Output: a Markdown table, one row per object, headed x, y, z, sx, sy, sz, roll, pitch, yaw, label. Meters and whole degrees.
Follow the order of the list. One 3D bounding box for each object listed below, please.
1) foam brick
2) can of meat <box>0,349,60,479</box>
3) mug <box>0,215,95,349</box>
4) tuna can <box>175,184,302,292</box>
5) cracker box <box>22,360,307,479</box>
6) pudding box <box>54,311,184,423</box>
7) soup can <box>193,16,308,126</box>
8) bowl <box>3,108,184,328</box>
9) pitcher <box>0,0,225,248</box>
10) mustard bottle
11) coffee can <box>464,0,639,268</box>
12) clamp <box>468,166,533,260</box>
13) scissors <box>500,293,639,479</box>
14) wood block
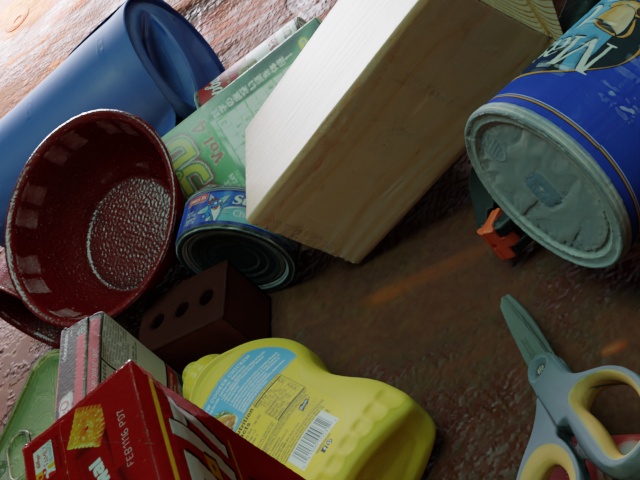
| x | y | z | sx | sy | sz | roll | pitch | yaw | label |
| --- | --- | --- | --- | --- | --- | --- | --- | --- | --- |
| -0.079 | 0.059 | 0.726 | 0.078 | 0.051 | 0.053 | -27 | 42 | 25 | foam brick |
| -0.161 | 0.137 | 0.710 | 0.058 | 0.083 | 0.102 | -7 | 53 | 40 | can of meat |
| -0.218 | 0.034 | 0.867 | 0.081 | 0.093 | 0.117 | -61 | 3 | -25 | mug |
| -0.055 | 0.001 | 0.727 | 0.086 | 0.086 | 0.033 | -15 | 49 | 35 | tuna can |
| -0.012 | 0.164 | 0.434 | 0.072 | 0.213 | 0.164 | -41 | 38 | 8 | cracker box |
| -0.116 | 0.111 | 0.666 | 0.039 | 0.113 | 0.090 | -28 | 41 | 19 | pudding box |
| -0.038 | -0.117 | 0.831 | 0.102 | 0.068 | 0.068 | -34 | 39 | 16 | soup can |
| -0.155 | -0.011 | 0.783 | 0.162 | 0.055 | 0.162 | -8 | 74 | 29 | bowl |
| -0.202 | -0.099 | 0.928 | 0.243 | 0.145 | 0.149 | -32 | 8 | 24 | pitcher |
| -0.026 | 0.107 | 0.627 | 0.192 | 0.058 | 0.096 | 19 | 70 | 50 | mustard bottle |
| 0.159 | -0.069 | 0.546 | 0.140 | 0.102 | 0.103 | -42 | 36 | -14 | coffee can |
| 0.143 | -0.068 | 0.633 | 0.120 | 0.039 | 0.171 | -16 | 46 | 48 | clamp |
| 0.103 | 0.083 | 0.514 | 0.096 | 0.016 | 0.202 | -60 | 13 | 0 | scissors |
| 0.041 | -0.091 | 0.652 | 0.206 | 0.090 | 0.091 | -49 | 31 | 38 | wood block |
